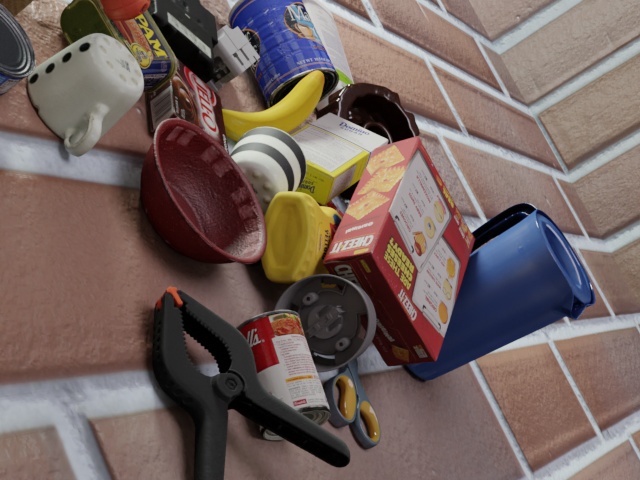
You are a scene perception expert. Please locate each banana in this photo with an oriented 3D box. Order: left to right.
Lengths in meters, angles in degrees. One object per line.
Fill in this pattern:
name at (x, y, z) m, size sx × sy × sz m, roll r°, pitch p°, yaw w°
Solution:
banana at (-0.058, -0.155, 1.280) m, size 0.197 × 0.037 × 0.069 m, roll -22°, pitch 111°, yaw -44°

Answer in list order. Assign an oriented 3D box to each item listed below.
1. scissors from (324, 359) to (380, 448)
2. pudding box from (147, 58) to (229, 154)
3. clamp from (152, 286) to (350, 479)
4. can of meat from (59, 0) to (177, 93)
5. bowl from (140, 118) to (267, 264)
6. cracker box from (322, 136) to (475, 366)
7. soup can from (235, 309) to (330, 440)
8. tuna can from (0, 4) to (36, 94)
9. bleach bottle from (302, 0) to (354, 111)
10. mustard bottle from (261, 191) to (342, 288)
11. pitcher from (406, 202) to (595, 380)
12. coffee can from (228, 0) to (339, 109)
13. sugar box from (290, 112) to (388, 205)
scissors at (0.042, 0.155, 1.183) m, size 0.096 × 0.016 × 0.201 m, roll 54°, pitch 22°, yaw -14°
pudding box at (-0.143, -0.137, 1.144) m, size 0.090 × 0.039 × 0.113 m, roll 39°, pitch 29°, yaw -40°
clamp at (-0.086, 0.135, 0.885) m, size 0.164 × 0.036 × 0.210 m, roll -26°, pitch 75°, yaw -46°
can of meat at (-0.204, -0.198, 1.073) m, size 0.102 × 0.058 × 0.083 m, roll 59°, pitch 25°, yaw 4°
bowl at (-0.123, -0.036, 1.032) m, size 0.162 × 0.055 × 0.162 m, roll 45°, pitch 25°, yaw -29°
cracker box at (0.094, 0.011, 1.215) m, size 0.164 × 0.072 × 0.213 m, roll 58°, pitch 37°, yaw -28°
soup can at (-0.037, 0.125, 0.987) m, size 0.068 × 0.069 × 0.102 m, roll 24°, pitch 41°, yaw -54°
tuna can at (-0.282, -0.165, 0.894) m, size 0.086 × 0.034 × 0.086 m, roll 45°, pitch 25°, yaw -29°
bleach bottle at (0.009, -0.240, 1.571) m, size 0.102 × 0.068 × 0.251 m, roll 21°, pitch 44°, yaw -53°
mustard bottle at (-0.006, 0.008, 1.185) m, size 0.191 × 0.058 × 0.096 m, roll 23°, pitch 70°, yaw -69°
pitcher at (0.205, 0.068, 1.335) m, size 0.145 × 0.243 × 0.149 m, roll 57°, pitch 22°, yaw -2°
coffee can at (-0.049, -0.253, 1.409) m, size 0.102 × 0.103 × 0.140 m, roll 10°, pitch 52°, yaw -61°
sugar box at (0.008, -0.104, 1.322) m, size 0.093 × 0.048 × 0.176 m, roll 27°, pitch 27°, yaw 16°
